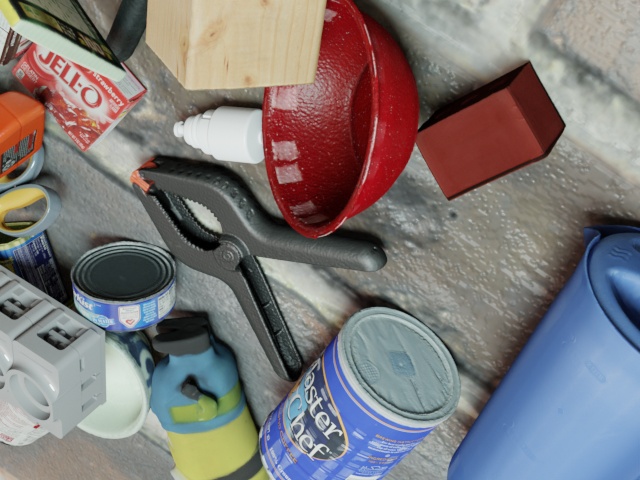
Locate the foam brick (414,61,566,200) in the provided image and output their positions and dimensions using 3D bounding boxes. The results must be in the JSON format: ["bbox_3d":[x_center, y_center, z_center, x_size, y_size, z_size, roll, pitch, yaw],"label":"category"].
[{"bbox_3d":[0.109,-0.071,0.692,0.078,0.052,0.051,-25,104,36],"label":"foam brick"}]

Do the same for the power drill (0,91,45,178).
[{"bbox_3d":[-0.293,-0.145,0.824,0.187,0.057,0.185,49,158,2],"label":"power drill"}]

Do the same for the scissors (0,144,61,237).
[{"bbox_3d":[-0.304,-0.037,0.932,0.202,0.016,0.096,-5,81,30],"label":"scissors"}]

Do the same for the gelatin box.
[{"bbox_3d":[-0.191,-0.126,0.839,0.089,0.030,0.073,49,129,-5],"label":"gelatin box"}]

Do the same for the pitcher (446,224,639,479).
[{"bbox_3d":[0.185,0.123,0.712,0.145,0.149,0.243,26,131,0],"label":"pitcher"}]

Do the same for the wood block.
[{"bbox_3d":[-0.046,-0.205,0.645,0.091,0.090,0.206,49,138,50],"label":"wood block"}]

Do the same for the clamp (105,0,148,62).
[{"bbox_3d":[-0.119,-0.195,0.753,0.172,0.039,0.120,-6,115,36],"label":"clamp"}]

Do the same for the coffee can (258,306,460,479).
[{"bbox_3d":[0.028,0.133,0.825,0.103,0.102,0.140,39,129,3],"label":"coffee can"}]

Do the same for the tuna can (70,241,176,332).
[{"bbox_3d":[-0.162,0.038,0.885,0.086,0.086,0.034,17,126,19],"label":"tuna can"}]

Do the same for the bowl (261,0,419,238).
[{"bbox_3d":[0.018,-0.082,0.704,0.162,0.055,0.162,2,93,62],"label":"bowl"}]

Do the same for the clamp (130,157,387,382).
[{"bbox_3d":[-0.055,0.001,0.835,0.210,0.036,0.165,43,129,0],"label":"clamp"}]

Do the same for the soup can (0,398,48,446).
[{"bbox_3d":[-0.272,0.150,1.024,0.068,0.068,0.102,50,129,-6],"label":"soup can"}]

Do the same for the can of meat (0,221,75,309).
[{"bbox_3d":[-0.284,0.032,0.967,0.102,0.057,0.084,-3,115,30],"label":"can of meat"}]
